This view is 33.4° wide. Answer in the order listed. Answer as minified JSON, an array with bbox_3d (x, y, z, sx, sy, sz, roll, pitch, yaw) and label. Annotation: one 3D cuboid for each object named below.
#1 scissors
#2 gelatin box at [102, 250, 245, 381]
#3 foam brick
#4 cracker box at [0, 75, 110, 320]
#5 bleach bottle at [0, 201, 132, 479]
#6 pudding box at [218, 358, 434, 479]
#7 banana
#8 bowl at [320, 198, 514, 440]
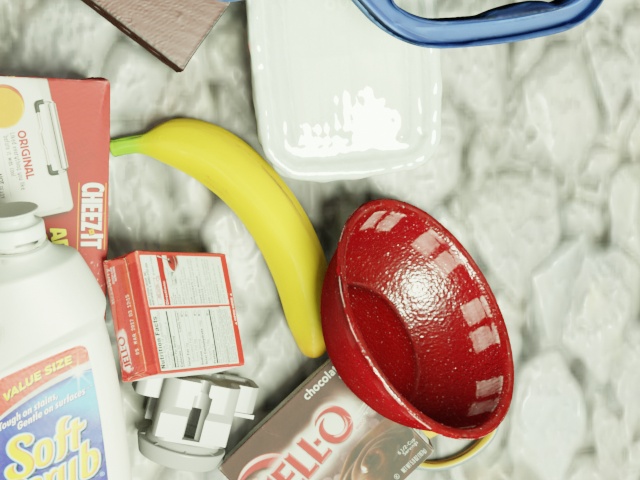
[{"bbox_3d":[0.025,0.140,0.731,0.201,0.016,0.096,-18,100,-8],"label":"scissors"},{"bbox_3d":[-0.087,0.045,0.643,0.030,0.089,0.073,-17,79,31],"label":"gelatin box"},{"bbox_3d":[-0.101,-0.145,0.644,0.078,0.053,0.051,36,90,-14],"label":"foam brick"},{"bbox_3d":[-0.234,-0.017,0.615,0.213,0.072,0.164,0,100,-21],"label":"cracker box"},{"bbox_3d":[-0.163,0.102,0.600,0.102,0.068,0.251,-10,111,-15],"label":"bleach bottle"},{"bbox_3d":[0.003,0.141,0.702,0.113,0.039,0.090,-44,92,0],"label":"pudding box"},{"bbox_3d":[-0.044,-0.012,0.687,0.070,0.037,0.197,-37,102,26],"label":"banana"},{"bbox_3d":[0.052,0.057,0.676,0.055,0.162,0.162,-32,107,37],"label":"bowl"}]
